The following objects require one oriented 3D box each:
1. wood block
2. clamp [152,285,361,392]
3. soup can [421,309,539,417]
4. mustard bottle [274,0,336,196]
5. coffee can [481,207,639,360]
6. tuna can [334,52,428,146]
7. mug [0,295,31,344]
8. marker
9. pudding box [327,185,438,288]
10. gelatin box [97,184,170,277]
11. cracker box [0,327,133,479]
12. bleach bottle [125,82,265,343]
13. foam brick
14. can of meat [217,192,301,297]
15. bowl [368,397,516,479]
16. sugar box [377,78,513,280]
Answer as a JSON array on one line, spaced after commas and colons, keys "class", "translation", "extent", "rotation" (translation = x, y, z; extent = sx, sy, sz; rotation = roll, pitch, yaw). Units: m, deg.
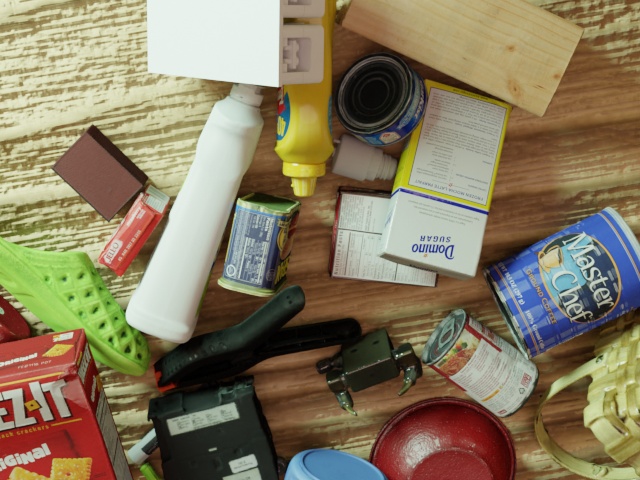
[{"class": "wood block", "translation": [0.127, -0.202, 1.001], "extent": [0.206, 0.091, 0.090], "rotation": [23, 101, -7]}, {"class": "clamp", "translation": [-0.075, 0.100, 1.049], "extent": [0.210, 0.164, 0.036], "rotation": [-19, 66, 9]}, {"class": "soup can", "translation": [0.164, 0.126, 1.091], "extent": [0.102, 0.068, 0.068], "rotation": [36, 99, -11]}, {"class": "mustard bottle", "translation": [-0.015, -0.137, 1.006], "extent": [0.058, 0.096, 0.192], "rotation": [-2, 104, -8]}, {"class": "coffee can", "translation": [0.246, 0.043, 1.058], "extent": [0.140, 0.103, 0.103], "rotation": [-26, 103, 4]}, {"class": "tuna can", "translation": [0.057, -0.135, 1.017], "extent": [0.086, 0.033, 0.086], "rotation": [-10, 70, 27]}, {"class": "mug", "translation": [-0.334, 0.104, 1.058], "extent": [0.081, 0.093, 0.117], "rotation": [-44, 132, 2]}, {"class": "marker", "translation": [-0.152, 0.188, 1.115], "extent": [0.121, 0.020, 0.020], "rotation": [-42, 102, 7]}, {"class": "pudding box", "translation": [0.067, -0.003, 1.072], "extent": [0.113, 0.039, 0.090], "rotation": [7, 102, -3]}, {"class": "gelatin box", "translation": [-0.180, -0.012, 1.031], "extent": [0.030, 0.089, 0.073], "rotation": [35, 99, -10]}, {"class": "cracker box", "translation": [-0.276, 0.204, 1.008], "extent": [0.164, 0.072, 0.214], "rotation": [-12, 116, 0]}, {"class": "bleach bottle", "translation": [-0.111, -0.034, 1.022], "extent": [0.068, 0.102, 0.251], "rotation": [21, 102, -7]}, {"class": "foam brick", "translation": [-0.214, -0.065, 1.036], "extent": [0.051, 0.053, 0.078], "rotation": [-44, 101, 7]}, {"class": "can of meat", "translation": [-0.057, 0.001, 1.034], "extent": [0.057, 0.102, 0.084], "rotation": [13, 100, 6]}, {"class": "bowl", "translation": [0.133, 0.250, 1.125], "extent": [0.162, 0.055, 0.162], "rotation": [0, 103, -2]}, {"class": "sugar box", "translation": [0.120, -0.057, 1.029], "extent": [0.093, 0.048, 0.176], "rotation": [16, 82, -5]}]
